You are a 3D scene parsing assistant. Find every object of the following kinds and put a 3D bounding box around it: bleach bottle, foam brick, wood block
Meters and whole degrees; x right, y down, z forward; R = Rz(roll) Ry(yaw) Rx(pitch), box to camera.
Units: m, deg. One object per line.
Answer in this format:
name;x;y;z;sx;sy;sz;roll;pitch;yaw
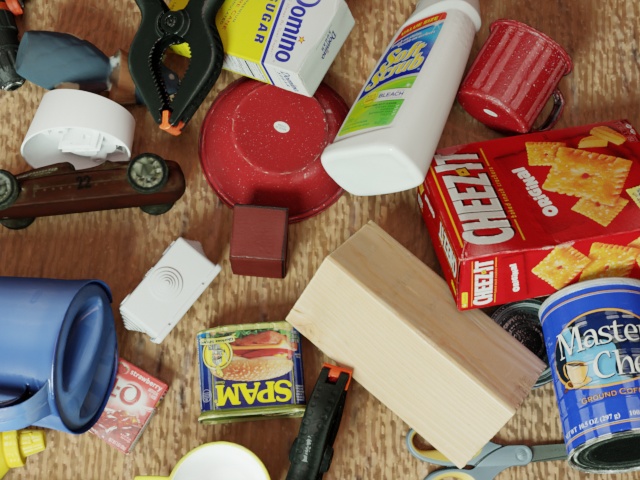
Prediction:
bleach bottle;0.091;-0.163;1.032;0.068;0.103;0.250;44;56;-34
foam brick;-0.057;0.001;1.000;0.051;0.078;0.053;4;75;-1
wood block;0.085;0.091;0.959;0.206;0.091;0.090;40;39;9

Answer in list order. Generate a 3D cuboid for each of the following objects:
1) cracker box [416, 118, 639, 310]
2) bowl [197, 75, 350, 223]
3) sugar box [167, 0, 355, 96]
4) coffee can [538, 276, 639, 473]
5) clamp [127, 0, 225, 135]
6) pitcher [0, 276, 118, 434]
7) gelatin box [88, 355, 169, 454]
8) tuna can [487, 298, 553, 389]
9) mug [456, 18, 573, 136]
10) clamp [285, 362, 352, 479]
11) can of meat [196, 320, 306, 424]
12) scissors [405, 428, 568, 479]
cracker box;0.209;-0.030;0.978;0.213;0.072;0.164;-9;41;-4
bowl;-0.040;-0.100;1.035;0.162;0.055;0.162;0;77;-2
sugar box;-0.065;-0.207;1.028;0.176;0.048;0.093;20;72;29
coffee can;0.251;0.116;0.917;0.103;0.103;0.140;-3;59;-3
clamp;-0.124;-0.206;0.998;0.165;0.036;0.210;-6;82;16
pitcher;-0.310;0.094;0.923;0.243;0.149;0.145;4;73;12
gelatin box;-0.196;0.144;0.987;0.089;0.030;0.073;30;78;5
tuna can;0.192;0.098;1.008;0.086;0.034;0.086;0;77;-2
mug;0.193;-0.149;1.044;0.117;0.093;0.081;36;82;-31
clamp;-0.011;0.192;0.923;0.039;0.120;0.171;13;88;5
can of meat;-0.063;0.122;0.984;0.102;0.057;0.084;-4;75;-3
scissors;0.176;0.217;0.989;0.202;0.016;0.096;11;75;1
